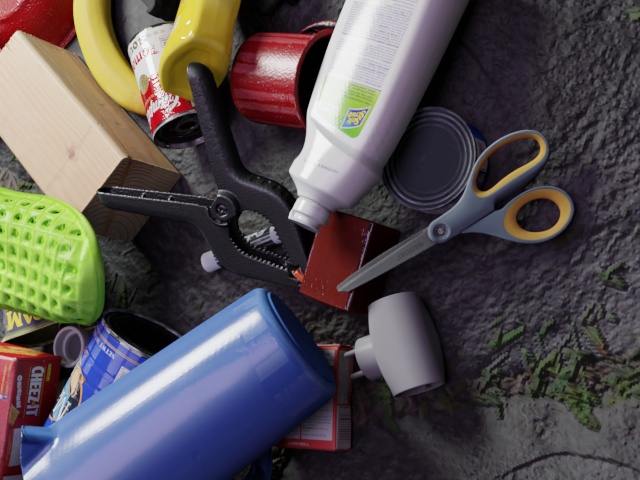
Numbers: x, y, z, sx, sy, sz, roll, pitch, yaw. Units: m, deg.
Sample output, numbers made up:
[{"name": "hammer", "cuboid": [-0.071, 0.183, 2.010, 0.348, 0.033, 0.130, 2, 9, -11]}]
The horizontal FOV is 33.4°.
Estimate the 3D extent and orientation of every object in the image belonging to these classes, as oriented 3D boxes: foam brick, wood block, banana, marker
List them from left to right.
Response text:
[{"name": "wood block", "cuboid": [-0.245, -0.104, 1.060, 0.091, 0.090, 0.206, -50, 62, 14]}, {"name": "banana", "cuboid": [-0.215, -0.207, 1.086, 0.070, 0.037, 0.198, -24, 72, 28]}, {"name": "marker", "cuboid": [-0.056, 0.001, 0.971, 0.121, 0.020, 0.020, -22, 72, 27]}, {"name": "foam brick", "cuboid": [0.025, 0.018, 0.900, 0.051, 0.052, 0.078, 17, 91, 32]}]

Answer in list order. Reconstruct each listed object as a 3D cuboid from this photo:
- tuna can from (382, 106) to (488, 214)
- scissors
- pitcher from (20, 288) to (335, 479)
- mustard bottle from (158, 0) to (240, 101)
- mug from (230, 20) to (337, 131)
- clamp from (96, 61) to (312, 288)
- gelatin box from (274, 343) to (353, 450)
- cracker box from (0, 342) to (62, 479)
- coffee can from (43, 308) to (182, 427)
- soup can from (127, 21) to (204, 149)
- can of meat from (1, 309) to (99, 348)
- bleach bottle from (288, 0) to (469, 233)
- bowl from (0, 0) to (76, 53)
[{"name": "tuna can", "cuboid": [0.094, -0.065, 0.880, 0.086, 0.033, 0.086, -5, 81, 31]}, {"name": "scissors", "cuboid": [0.114, 0.000, 0.842, 0.096, 0.016, 0.202, 44, 102, 3]}, {"name": "pitcher", "cuboid": [-0.105, 0.156, 0.867, 0.243, 0.149, 0.145, -36, 72, 5]}, {"name": "mustard bottle", "cuboid": [-0.098, -0.227, 0.971, 0.096, 0.058, 0.191, 131, 152, -56]}, {"name": "mug", "cuboid": [-0.019, -0.149, 0.936, 0.082, 0.093, 0.117, 12, 63, 36]}, {"name": "clamp", "cuboid": [-0.079, -0.042, 0.928, 0.210, 0.036, 0.165, 36, 116, 4]}, {"name": "gelatin box", "cuboid": [-0.010, 0.134, 0.918, 0.073, 0.030, 0.089, -3, 80, 32]}, {"name": "cracker box", "cuboid": [-0.361, 0.175, 1.045, 0.214, 0.072, 0.164, 8, 90, 30]}, {"name": "coffee can", "cuboid": [-0.185, 0.148, 0.979, 0.103, 0.102, 0.140, 35, 101, 30]}, {"name": "soup can", "cuboid": [-0.139, -0.147, 1.014, 0.069, 0.068, 0.102, -28, 69, 25]}, {"name": "can of meat", "cuboid": [-0.276, 0.055, 1.075, 0.102, 0.057, 0.084, -19, 71, 28]}, {"name": "bleach bottle", "cuboid": [0.035, -0.126, 0.877, 0.103, 0.068, 0.251, 22, 84, 39]}, {"name": "bowl", "cuboid": [-0.323, -0.273, 1.151, 0.162, 0.055, 0.162, -5, 80, 31]}]
